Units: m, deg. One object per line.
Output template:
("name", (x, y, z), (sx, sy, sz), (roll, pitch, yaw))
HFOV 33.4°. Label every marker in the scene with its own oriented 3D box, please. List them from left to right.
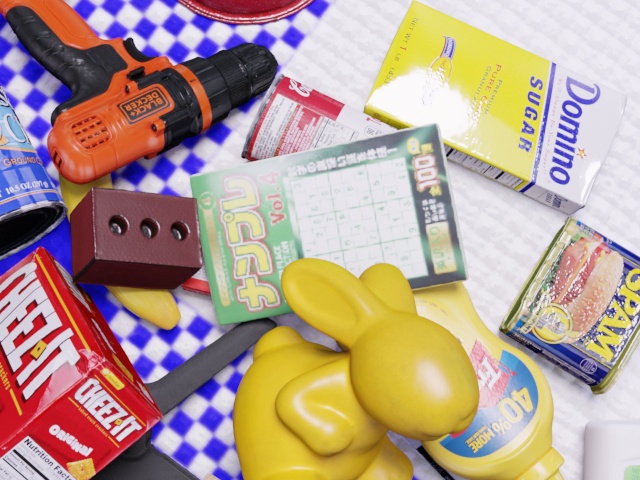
("marker", (0.105, 0.175, 0.760), (0.020, 0.020, 0.121), (-43, 85, -7))

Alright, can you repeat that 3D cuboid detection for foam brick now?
("foam brick", (-0.126, 0.000, 0.726), (0.078, 0.051, 0.053), (5, 67, -31))

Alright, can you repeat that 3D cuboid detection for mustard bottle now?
("mustard bottle", (0.103, 0.106, 0.739), (0.096, 0.058, 0.192), (-39, 77, -7))

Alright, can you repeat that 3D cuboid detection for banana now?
("banana", (-0.151, -0.028, 0.774), (0.069, 0.037, 0.198), (-11, 82, -3))

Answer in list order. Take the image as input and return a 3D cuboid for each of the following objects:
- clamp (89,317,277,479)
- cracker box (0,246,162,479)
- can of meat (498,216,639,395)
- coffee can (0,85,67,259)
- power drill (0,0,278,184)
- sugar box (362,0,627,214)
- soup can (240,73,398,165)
("clamp", (-0.125, 0.128, 0.752), (0.210, 0.036, 0.164), (6, 83, 0))
("cracker box", (-0.228, 0.120, 0.688), (0.213, 0.164, 0.072), (-39, 128, -6))
("can of meat", (0.189, 0.045, 0.764), (0.084, 0.057, 0.102), (32, 81, 6))
("coffee can", (-0.254, -0.059, 0.743), (0.102, 0.103, 0.140), (-29, 84, -6))
("power drill", (-0.146, -0.148, 0.768), (0.184, 0.057, 0.188), (-31, 77, -29))
("sugar box", (0.128, -0.098, 0.788), (0.176, 0.048, 0.093), (23, 82, 3))
("soup can", (0.003, -0.068, 0.769), (0.102, 0.068, 0.068), (26, 82, 2))
